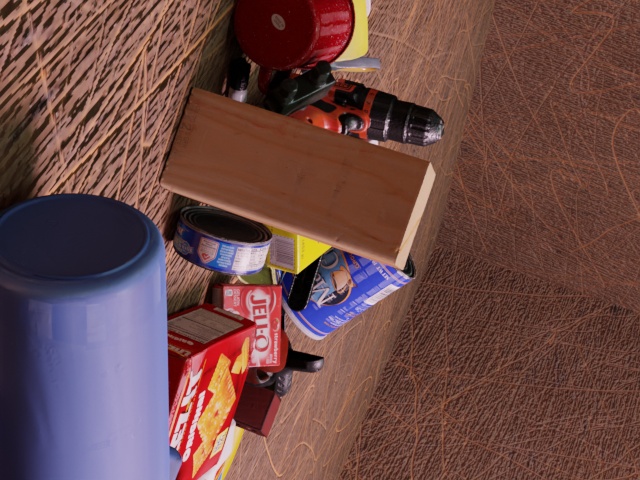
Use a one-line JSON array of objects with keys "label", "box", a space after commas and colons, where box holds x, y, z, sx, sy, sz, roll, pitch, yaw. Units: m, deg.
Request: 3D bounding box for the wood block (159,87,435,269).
[{"label": "wood block", "box": [-0.017, -0.051, 0.902, 0.090, 0.206, 0.090, 25, 83, -80]}]

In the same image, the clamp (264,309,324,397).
[{"label": "clamp", "box": [-0.051, 0.146, 1.360, 0.210, 0.036, 0.165, 108, -34, -43]}]

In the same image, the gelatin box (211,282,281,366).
[{"label": "gelatin box", "box": [-0.079, 0.090, 1.145, 0.030, 0.073, 0.089, 3, -90, 57]}]

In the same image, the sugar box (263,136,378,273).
[{"label": "sugar box", "box": [0.004, -0.043, 1.082, 0.175, 0.048, 0.093, -36, 134, -51]}]

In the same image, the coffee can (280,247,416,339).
[{"label": "coffee can", "box": [0.028, 0.039, 1.264, 0.140, 0.103, 0.102, -34, -179, 18]}]

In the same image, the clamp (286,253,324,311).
[{"label": "clamp", "box": [-0.003, -0.006, 1.192, 0.120, 0.039, 0.171, 99, 17, -52]}]

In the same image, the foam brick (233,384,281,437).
[{"label": "foam brick", "box": [-0.094, 0.199, 1.298, 0.053, 0.078, 0.051, 70, 40, -70]}]

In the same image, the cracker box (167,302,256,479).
[{"label": "cracker box", "box": [-0.137, 0.158, 1.013, 0.213, 0.072, 0.164, -18, 125, -76]}]

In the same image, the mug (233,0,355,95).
[{"label": "mug", "box": [-0.030, -0.183, 0.944, 0.117, 0.093, 0.081, -67, 167, 22]}]

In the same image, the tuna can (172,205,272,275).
[{"label": "tuna can", "box": [-0.088, 0.000, 0.955, 0.086, 0.086, 0.034, -41, 149, -70]}]

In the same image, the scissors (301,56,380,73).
[{"label": "scissors", "box": [-0.018, -0.189, 1.138, 0.201, 0.096, 0.016, -7, 96, -46]}]

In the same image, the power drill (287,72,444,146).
[{"label": "power drill", "box": [0.017, -0.106, 1.043, 0.187, 0.184, 0.057, -51, 152, -61]}]

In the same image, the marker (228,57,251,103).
[{"label": "marker", "box": [-0.079, -0.114, 0.987, 0.020, 0.020, 0.121, -59, 164, -50]}]

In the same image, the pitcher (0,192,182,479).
[{"label": "pitcher", "box": [-0.164, 0.100, 0.665, 0.149, 0.145, 0.243, -77, 176, -57]}]
